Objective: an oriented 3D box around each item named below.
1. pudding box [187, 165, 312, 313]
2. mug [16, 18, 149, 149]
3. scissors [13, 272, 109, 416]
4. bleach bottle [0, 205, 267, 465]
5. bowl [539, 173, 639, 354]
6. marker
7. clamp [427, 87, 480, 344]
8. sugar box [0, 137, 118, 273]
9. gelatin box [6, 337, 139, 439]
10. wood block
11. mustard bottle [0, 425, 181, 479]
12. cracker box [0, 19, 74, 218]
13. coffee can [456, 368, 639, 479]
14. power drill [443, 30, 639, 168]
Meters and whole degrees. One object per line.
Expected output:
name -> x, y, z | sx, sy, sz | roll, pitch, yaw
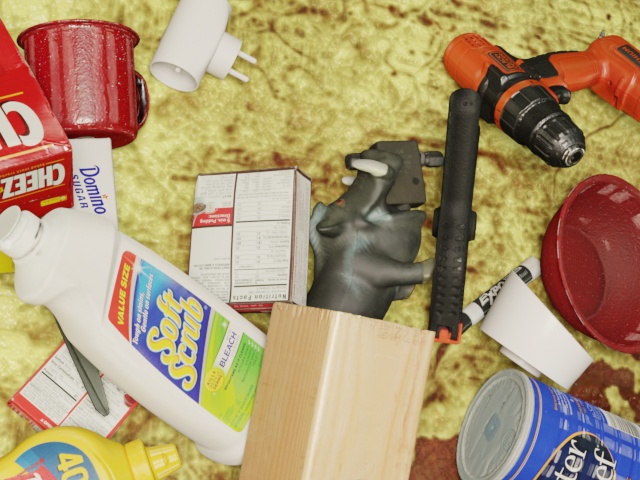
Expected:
pudding box -> -0.056, 0.001, 0.838 | 0.090, 0.039, 0.113 | -2, 76, 18
mug -> -0.176, -0.114, 0.825 | 0.117, 0.093, 0.081 | 8, 76, -58
scissors -> -0.214, 0.037, 0.782 | 0.096, 0.016, 0.202 | -5, 66, -15
bleach bottle -> -0.128, 0.062, 0.746 | 0.250, 0.068, 0.102 | 41, 62, -38
bowl -> 0.249, 0.024, 0.960 | 0.161, 0.055, 0.162 | 10, 72, -35
marker -> 0.151, 0.052, 0.944 | 0.121, 0.020, 0.020 | -34, 91, -25
clamp -> 0.112, -0.020, 0.890 | 0.036, 0.164, 0.210 | 6, 81, 10
sugar box -> -0.237, -0.024, 0.770 | 0.176, 0.048, 0.093 | -1, 63, -16
gelatin box -> -0.174, 0.110, 0.792 | 0.073, 0.030, 0.089 | 42, 63, -7
wood block -> 0.004, 0.154, 0.757 | 0.090, 0.091, 0.206 | 14, 85, -31
mustard bottle -> -0.188, 0.181, 0.729 | 0.191, 0.058, 0.096 | -19, 84, -11
cracker box -> -0.286, -0.096, 0.734 | 0.164, 0.072, 0.214 | -20, 59, -25
coffee can -> 0.199, 0.179, 0.885 | 0.140, 0.103, 0.102 | 24, 69, -15
power drill -> 0.227, -0.132, 0.960 | 0.187, 0.057, 0.185 | -7, 42, -29
